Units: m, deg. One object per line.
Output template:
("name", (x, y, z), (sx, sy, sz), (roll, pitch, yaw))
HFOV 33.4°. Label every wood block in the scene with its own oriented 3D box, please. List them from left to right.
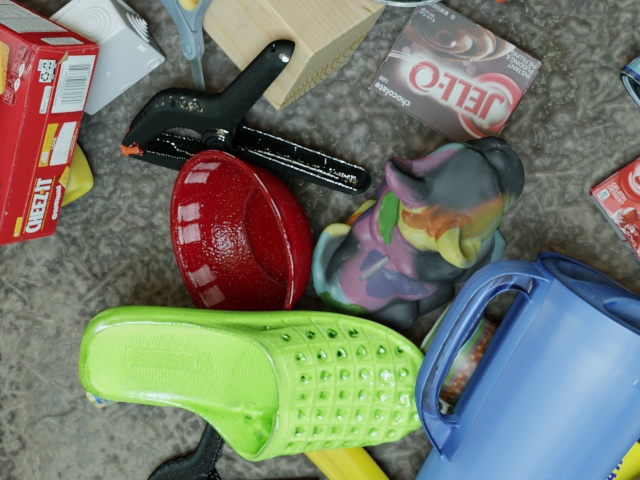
("wood block", (-0.060, -0.220, 0.857), (0.090, 0.090, 0.206), (-39, 85, -31))

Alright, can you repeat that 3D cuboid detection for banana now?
("banana", (0.019, 0.190, 0.871), (0.198, 0.069, 0.037), (44, 111, 19))

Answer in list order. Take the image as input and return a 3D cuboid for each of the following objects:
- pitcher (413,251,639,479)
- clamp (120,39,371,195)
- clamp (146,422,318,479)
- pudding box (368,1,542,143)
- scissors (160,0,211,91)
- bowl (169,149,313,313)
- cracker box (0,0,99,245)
("pitcher", (0.149, 0.134, 0.781), (0.149, 0.144, 0.243), (38, 108, 27))
("clamp", (-0.076, -0.096, 0.860), (0.210, 0.164, 0.036), (3, 54, 23))
("clamp", (-0.086, 0.215, 0.909), (0.120, 0.039, 0.171), (45, 103, 10))
("pudding box", (0.110, -0.133, 0.874), (0.113, 0.039, 0.090), (32, 96, 7))
("scissors", (-0.117, -0.174, 0.868), (0.096, 0.202, 0.016), (39, 54, 25))
("bowl", (-0.056, 0.001, 0.868), (0.162, 0.055, 0.162), (22, 120, 44))
("cracker box", (-0.288, -0.116, 0.849), (0.214, 0.072, 0.164), (29, 113, 25))
